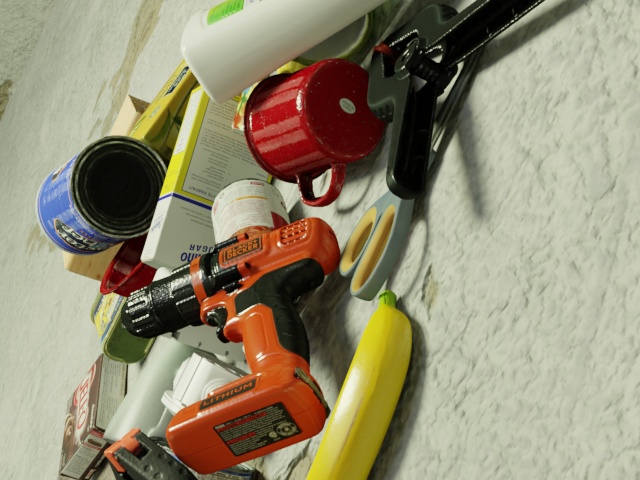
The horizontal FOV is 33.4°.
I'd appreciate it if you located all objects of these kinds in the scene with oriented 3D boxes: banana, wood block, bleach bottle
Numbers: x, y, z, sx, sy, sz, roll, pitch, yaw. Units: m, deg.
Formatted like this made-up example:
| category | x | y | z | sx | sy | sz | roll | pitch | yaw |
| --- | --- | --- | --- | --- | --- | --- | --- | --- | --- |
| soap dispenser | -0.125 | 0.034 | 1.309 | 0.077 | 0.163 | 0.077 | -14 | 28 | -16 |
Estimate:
| category | x | y | z | sx | sy | sz | roll | pitch | yaw |
| --- | --- | --- | --- | --- | --- | --- | --- | --- | --- |
| banana | 0.021 | 0.125 | 0.686 | 0.069 | 0.037 | 0.198 | 72 | -140 | -81 |
| wood block | -0.227 | -0.056 | 1.276 | 0.206 | 0.090 | 0.091 | -64 | 24 | 12 |
| bleach bottle | 0.013 | -0.199 | 0.836 | 0.251 | 0.068 | 0.102 | -26 | 23 | 16 |

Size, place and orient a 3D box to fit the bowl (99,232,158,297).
| category | x | y | z | sx | sy | sz | roll | pitch | yaw |
| --- | --- | --- | --- | --- | --- | --- | --- | --- | --- |
| bowl | -0.153 | 0.005 | 1.085 | 0.162 | 0.055 | 0.162 | -44 | 18 | 18 |

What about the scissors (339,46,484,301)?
| category | x | y | z | sx | sy | sz | roll | pitch | yaw |
| --- | --- | --- | --- | --- | --- | --- | --- | --- | --- |
| scissors | 0.061 | -0.049 | 0.764 | 0.201 | 0.016 | 0.096 | -67 | 16 | -13 |

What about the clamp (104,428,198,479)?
| category | x | y | z | sx | sy | sz | roll | pitch | yaw |
| --- | --- | --- | --- | --- | --- | --- | --- | --- | --- |
| clamp | -0.077 | 0.200 | 0.709 | 0.120 | 0.171 | 0.039 | -22 | 15 | 45 |

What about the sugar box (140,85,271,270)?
| category | x | y | z | sx | sy | sz | roll | pitch | yaw |
| --- | --- | --- | --- | --- | --- | --- | --- | --- | --- |
| sugar box | -0.098 | -0.048 | 0.999 | 0.048 | 0.093 | 0.176 | -8 | 63 | 63 |

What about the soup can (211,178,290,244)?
| category | x | y | z | sx | sy | sz | roll | pitch | yaw |
| --- | --- | --- | --- | --- | --- | --- | --- | --- | --- |
| soup can | -0.056 | 0.001 | 0.902 | 0.069 | 0.068 | 0.102 | -56 | 27 | 25 |

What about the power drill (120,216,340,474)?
| category | x | y | z | sx | sy | sz | roll | pitch | yaw |
| --- | --- | --- | --- | --- | --- | --- | --- | --- | --- |
| power drill | -0.068 | 0.073 | 0.771 | 0.184 | 0.057 | 0.187 | -23 | 39 | 14 |

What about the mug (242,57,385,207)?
| category | x | y | z | sx | sy | sz | roll | pitch | yaw |
| --- | --- | --- | --- | --- | --- | --- | --- | --- | --- |
| mug | -0.002 | -0.085 | 0.846 | 0.082 | 0.093 | 0.117 | -11 | 78 | 57 |

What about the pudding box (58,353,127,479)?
| category | x | y | z | sx | sy | sz | roll | pitch | yaw |
| --- | --- | --- | --- | --- | --- | --- | --- | --- | --- |
| pudding box | -0.251 | 0.195 | 1.182 | 0.090 | 0.039 | 0.113 | -53 | 29 | 30 |

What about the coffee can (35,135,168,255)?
| category | x | y | z | sx | sy | sz | roll | pitch | yaw |
| --- | --- | --- | --- | --- | --- | --- | --- | --- | --- |
| coffee can | -0.224 | -0.043 | 1.091 | 0.141 | 0.102 | 0.103 | -15 | 57 | 61 |

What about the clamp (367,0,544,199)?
| category | x | y | z | sx | sy | sz | roll | pitch | yaw |
| --- | --- | --- | --- | --- | --- | --- | --- | --- | --- |
| clamp | 0.070 | -0.111 | 0.742 | 0.164 | 0.036 | 0.210 | -59 | 18 | 0 |

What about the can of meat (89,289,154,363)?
| category | x | y | z | sx | sy | sz | roll | pitch | yaw |
| --- | --- | --- | --- | --- | --- | --- | --- | --- | --- |
| can of meat | -0.208 | 0.074 | 1.172 | 0.102 | 0.057 | 0.084 | -63 | 27 | 14 |

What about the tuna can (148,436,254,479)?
| category | x | y | z | sx | sy | sz | roll | pitch | yaw |
| --- | --- | --- | --- | --- | --- | --- | --- | --- | --- |
| tuna can | -0.096 | 0.179 | 0.819 | 0.086 | 0.086 | 0.034 | 2 | 74 | 65 |
